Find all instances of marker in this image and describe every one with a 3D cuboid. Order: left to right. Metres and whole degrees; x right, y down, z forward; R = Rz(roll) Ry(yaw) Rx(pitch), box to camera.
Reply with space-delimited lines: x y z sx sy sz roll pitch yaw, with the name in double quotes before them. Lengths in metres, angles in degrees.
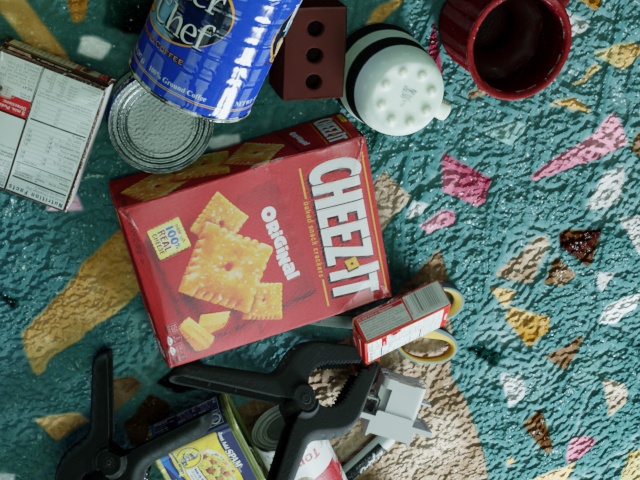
"marker" 0.048 0.220 1.092 0.121 0.020 0.020 -43 120 6

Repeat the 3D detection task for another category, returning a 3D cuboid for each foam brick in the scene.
"foam brick" -0.011 -0.158 0.870 0.053 0.051 0.078 -6 117 -15

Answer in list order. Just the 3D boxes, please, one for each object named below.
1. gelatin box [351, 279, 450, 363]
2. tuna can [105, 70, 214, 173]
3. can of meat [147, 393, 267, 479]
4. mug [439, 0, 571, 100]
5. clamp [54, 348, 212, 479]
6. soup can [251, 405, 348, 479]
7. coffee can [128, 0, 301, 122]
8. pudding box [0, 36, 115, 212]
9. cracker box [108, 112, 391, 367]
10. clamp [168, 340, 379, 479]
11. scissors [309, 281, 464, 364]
"gelatin box" 0.073 0.075 0.982 0.089 0.030 0.073 -24 161 -5
"tuna can" -0.132 -0.100 0.871 0.086 0.034 0.086 -7 117 -14
"can of meat" -0.107 0.203 1.015 0.084 0.057 0.102 -24 119 -2
"mug" 0.159 -0.182 0.894 0.117 0.081 0.093 -42 120 5
"clamp" -0.175 0.196 0.958 0.120 0.039 0.171 22 92 8
"soup can" -0.019 0.216 1.042 0.068 0.068 0.102 -26 119 -4
"coffee can" -0.072 -0.174 0.798 0.102 0.103 0.140 15 122 -23
"pudding box" -0.222 -0.089 0.836 0.090 0.039 0.114 21 110 -10
"cracker box" -0.056 0.001 0.923 0.213 0.072 0.164 -17 119 -10
"clamp" -0.021 0.160 0.976 0.209 0.036 0.164 -17 80 -37
"scissors" 0.056 0.064 1.021 0.201 0.016 0.096 23 105 -25
